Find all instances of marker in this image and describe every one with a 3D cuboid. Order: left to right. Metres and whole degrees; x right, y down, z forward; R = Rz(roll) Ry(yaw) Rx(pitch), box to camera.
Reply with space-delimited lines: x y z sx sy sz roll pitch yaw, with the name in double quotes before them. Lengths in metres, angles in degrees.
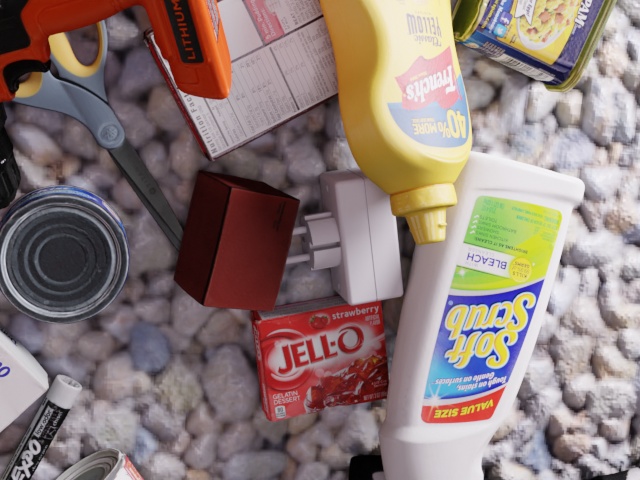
"marker" -0.195 0.145 0.707 0.020 0.020 0.121 28 94 -17

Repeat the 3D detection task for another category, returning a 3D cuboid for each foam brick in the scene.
"foam brick" -0.054 0.001 0.687 0.052 0.051 0.078 9 100 -33

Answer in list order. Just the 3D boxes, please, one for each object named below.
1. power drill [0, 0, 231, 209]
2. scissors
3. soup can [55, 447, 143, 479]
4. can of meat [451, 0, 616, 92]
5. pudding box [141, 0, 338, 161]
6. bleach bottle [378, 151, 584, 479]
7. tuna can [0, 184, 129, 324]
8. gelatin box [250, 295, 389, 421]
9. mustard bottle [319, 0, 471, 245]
"power drill" -0.148 -0.104 0.604 0.187 0.057 0.184 -10 129 2
"scissors" -0.154 -0.069 0.672 0.096 0.016 0.202 -19 105 -12
"soup can" -0.132 0.197 0.708 0.068 0.068 0.102 -33 106 -5
"can of meat" 0.142 -0.161 0.703 0.084 0.057 0.102 22 95 -14
"pudding box" -0.043 -0.115 0.678 0.113 0.039 0.090 -27 108 -4
"bleach bottle" 0.100 0.072 0.712 0.102 0.068 0.251 12 88 -18
"tuna can" -0.164 0.009 0.678 0.086 0.034 0.086 -3 102 -13
"gelatin box" 0.000 0.079 0.733 0.089 0.030 0.073 -9 103 -11
"mustard bottle" 0.051 -0.092 0.660 0.096 0.058 0.191 -7 86 -48
